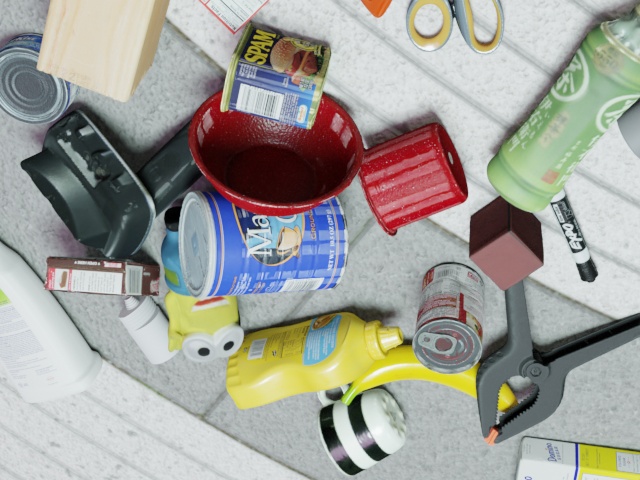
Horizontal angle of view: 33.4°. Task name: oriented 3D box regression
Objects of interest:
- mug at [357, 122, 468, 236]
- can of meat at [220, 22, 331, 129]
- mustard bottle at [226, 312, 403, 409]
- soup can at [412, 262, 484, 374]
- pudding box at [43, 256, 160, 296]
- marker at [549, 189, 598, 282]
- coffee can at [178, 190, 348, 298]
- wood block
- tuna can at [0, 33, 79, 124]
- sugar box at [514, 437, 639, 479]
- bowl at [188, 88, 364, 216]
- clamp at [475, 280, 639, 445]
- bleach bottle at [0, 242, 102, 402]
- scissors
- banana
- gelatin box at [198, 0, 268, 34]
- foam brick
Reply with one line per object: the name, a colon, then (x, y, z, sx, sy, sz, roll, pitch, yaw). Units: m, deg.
mug: (0.094, -0.056, 1.019, 0.082, 0.093, 0.117, -21, 148, 18)
can of meat: (-0.038, -0.148, 0.969, 0.084, 0.102, 0.057, 15, 124, -1)
mustard bottle: (-0.003, 0.122, 1.143, 0.192, 0.096, 0.058, -16, 119, 20)
soup can: (0.131, 0.077, 1.083, 0.068, 0.102, 0.068, 5, 124, 8)
pudding box: (-0.228, 0.039, 1.128, 0.090, 0.113, 0.039, 3, 85, 9)
marker: (0.248, -0.007, 1.054, 0.020, 0.020, 0.121, -18, 118, 21)
coffee can: (-0.057, 0.001, 1.037, 0.140, 0.103, 0.103, -3, 128, -23)
wood block: (-0.176, -0.241, 0.940, 0.090, 0.090, 0.206, 21, 124, -4)
tuna can: (-0.283, -0.158, 1.051, 0.086, 0.033, 0.086, 5, 124, 8)
sugar box: (0.312, 0.279, 1.218, 0.176, 0.048, 0.093, 8, 125, 10)
bowl: (-0.043, -0.075, 0.992, 0.162, 0.162, 0.055, 15, 140, 1)
clamp: (0.234, 0.129, 1.118, 0.164, 0.036, 0.210, 19, 111, -2)
bleach bottle: (-0.348, 0.065, 1.197, 0.103, 0.068, 0.251, -15, 117, 20)
scissors: (0.098, -0.247, 0.926, 0.096, 0.016, 0.201, -17, 118, 21)
banana: (0.122, 0.149, 1.165, 0.197, 0.037, 0.070, 4, 110, -3)
gelatin box: (-0.073, -0.241, 0.956, 0.073, 0.030, 0.089, 42, 121, -18)
foam brick: (0.180, 0.000, 1.037, 0.051, 0.078, 0.053, -37, 110, 27)
